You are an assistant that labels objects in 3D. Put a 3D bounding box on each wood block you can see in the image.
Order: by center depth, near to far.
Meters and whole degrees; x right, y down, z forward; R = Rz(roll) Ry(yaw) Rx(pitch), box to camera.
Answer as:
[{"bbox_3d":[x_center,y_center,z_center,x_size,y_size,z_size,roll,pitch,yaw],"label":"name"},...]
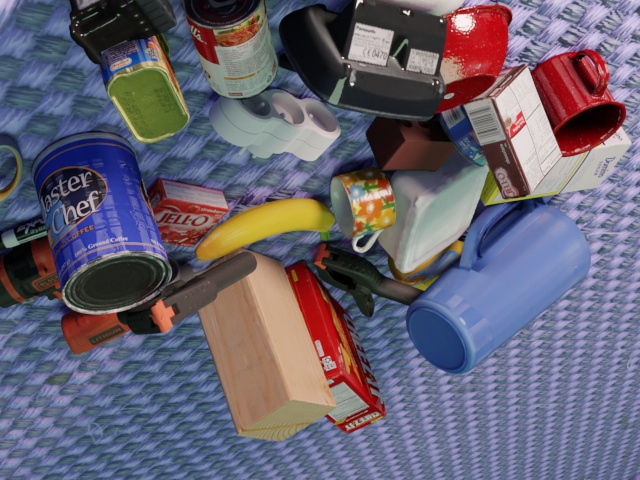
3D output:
[{"bbox_3d":[-0.072,0.123,1.266,0.090,0.206,0.090,-35,149,23],"label":"wood block"}]

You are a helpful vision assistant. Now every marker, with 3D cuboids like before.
[{"bbox_3d":[-0.291,-0.011,1.085,0.121,0.020,0.020,-20,151,-3],"label":"marker"}]

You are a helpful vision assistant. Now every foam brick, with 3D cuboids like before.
[{"bbox_3d":[0.098,-0.110,1.147,0.078,0.053,0.051,-2,146,-33],"label":"foam brick"}]

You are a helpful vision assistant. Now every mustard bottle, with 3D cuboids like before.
[{"bbox_3d":[0.142,0.024,1.396,0.096,0.058,0.191,-34,149,18],"label":"mustard bottle"}]

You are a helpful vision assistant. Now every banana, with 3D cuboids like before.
[{"bbox_3d":[-0.050,-0.015,1.199,0.197,0.037,0.070,-7,126,-40],"label":"banana"}]

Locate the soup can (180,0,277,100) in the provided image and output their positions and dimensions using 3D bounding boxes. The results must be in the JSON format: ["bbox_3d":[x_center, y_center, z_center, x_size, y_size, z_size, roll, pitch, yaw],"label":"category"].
[{"bbox_3d":[-0.075,-0.175,0.904,0.068,0.068,0.102,-20,152,-4],"label":"soup can"}]

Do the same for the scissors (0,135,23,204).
[{"bbox_3d":[-0.337,-0.020,1.010,0.096,0.016,0.202,6,131,-30],"label":"scissors"}]

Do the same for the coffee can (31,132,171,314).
[{"bbox_3d":[-0.208,-0.016,1.006,0.102,0.140,0.103,-16,151,-10],"label":"coffee can"}]

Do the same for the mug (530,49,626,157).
[{"bbox_3d":[0.275,-0.157,1.155,0.093,0.081,0.117,-11,150,-19],"label":"mug"}]

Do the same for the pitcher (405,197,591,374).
[{"bbox_3d":[0.218,0.051,1.340,0.242,0.149,0.145,-36,169,-33],"label":"pitcher"}]

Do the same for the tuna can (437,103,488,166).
[{"bbox_3d":[0.162,-0.121,1.136,0.034,0.086,0.086,-36,148,26],"label":"tuna can"}]

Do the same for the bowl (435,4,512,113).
[{"bbox_3d":[0.116,-0.162,1.018,0.162,0.055,0.162,-19,170,-4],"label":"bowl"}]

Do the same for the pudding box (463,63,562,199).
[{"bbox_3d":[0.199,-0.112,1.094,0.039,0.113,0.089,-8,-156,40],"label":"pudding box"}]

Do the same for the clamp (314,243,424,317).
[{"bbox_3d":[0.050,0.057,1.376,0.171,0.039,0.120,31,146,-26],"label":"clamp"}]

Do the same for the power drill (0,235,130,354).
[{"bbox_3d":[-0.289,0.063,1.171,0.184,0.057,0.187,-24,151,5],"label":"power drill"}]

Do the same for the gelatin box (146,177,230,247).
[{"bbox_3d":[-0.154,-0.027,1.138,0.089,0.030,0.073,9,139,-43],"label":"gelatin box"}]

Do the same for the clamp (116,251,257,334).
[{"bbox_3d":[-0.155,0.065,1.085,0.164,0.036,0.210,-24,-175,9],"label":"clamp"}]

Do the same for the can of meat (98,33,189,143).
[{"bbox_3d":[-0.152,-0.142,0.889,0.057,0.084,0.102,-22,151,0],"label":"can of meat"}]

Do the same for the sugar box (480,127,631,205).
[{"bbox_3d":[0.282,-0.096,1.303,0.176,0.048,0.093,-11,149,-26],"label":"sugar box"}]

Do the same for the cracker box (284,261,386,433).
[{"bbox_3d":[0.008,0.144,1.400,0.072,0.164,0.213,-24,151,9],"label":"cracker box"}]
